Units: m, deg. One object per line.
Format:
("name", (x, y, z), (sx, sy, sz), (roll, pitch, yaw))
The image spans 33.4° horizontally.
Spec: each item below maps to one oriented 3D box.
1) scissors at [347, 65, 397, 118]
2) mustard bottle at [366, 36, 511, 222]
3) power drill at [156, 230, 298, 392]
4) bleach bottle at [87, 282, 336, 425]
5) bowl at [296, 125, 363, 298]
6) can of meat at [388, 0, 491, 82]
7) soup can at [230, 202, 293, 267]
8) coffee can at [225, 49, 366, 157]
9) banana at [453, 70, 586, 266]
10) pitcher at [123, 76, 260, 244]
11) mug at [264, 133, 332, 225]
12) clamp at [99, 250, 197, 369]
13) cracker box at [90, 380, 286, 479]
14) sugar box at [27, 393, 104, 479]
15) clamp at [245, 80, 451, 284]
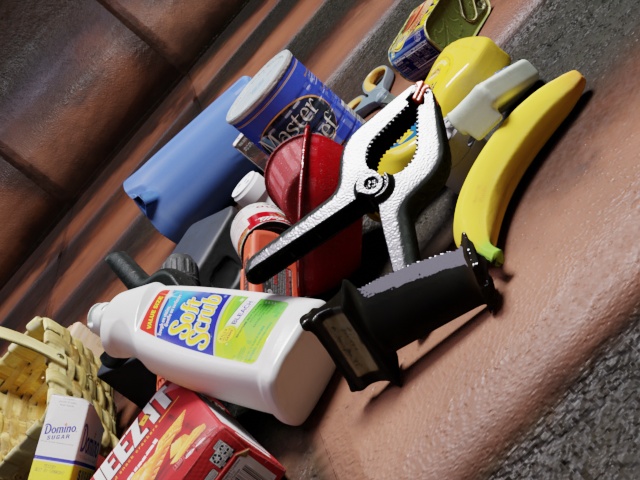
("scissors", (0.061, -0.155, 1.254), (0.096, 0.016, 0.201), (-46, 18, 18))
("mustard bottle", (0.097, -0.096, 0.973), (0.191, 0.058, 0.096), (-57, 17, -19))
("power drill", (-0.099, 0.064, 1.045), (0.188, 0.057, 0.184), (-36, 49, 40))
("bleach bottle", (-0.107, 0.086, 0.909), (0.251, 0.068, 0.102), (5, 48, 35))
("bowl", (0.011, -0.022, 0.961), (0.162, 0.055, 0.162), (3, -91, -88))
("can of meat", (0.129, -0.231, 1.177), (0.084, 0.057, 0.102), (-25, 29, 59))
("soup can", (-0.057, 0.001, 1.134), (0.068, 0.068, 0.102), (-49, 17, 3))
("coffee can", (-0.019, -0.126, 1.179), (0.103, 0.140, 0.103), (-44, 18, 18))
("banana", (0.145, -0.051, 0.809), (0.070, 0.037, 0.197), (-2, 49, 42))
("pitcher", (-0.151, -0.115, 1.532), (0.243, 0.145, 0.149), (-43, 30, 10))
("mug", (0.006, -0.058, 1.093), (0.117, 0.093, 0.081), (-14, 22, -7))
("clamp", (-0.167, 0.058, 1.048), (0.172, 0.039, 0.120), (-16, 79, 44))
("cracker box", (-0.129, 0.208, 0.878), (0.164, 0.072, 0.214), (-52, 17, -8))
("sugar box", (-0.247, 0.243, 1.003), (0.093, 0.048, 0.176), (93, -172, -62))
("clamp", (0.036, -0.034, 0.851), (0.165, 0.036, 0.210), (9, 67, 28))
